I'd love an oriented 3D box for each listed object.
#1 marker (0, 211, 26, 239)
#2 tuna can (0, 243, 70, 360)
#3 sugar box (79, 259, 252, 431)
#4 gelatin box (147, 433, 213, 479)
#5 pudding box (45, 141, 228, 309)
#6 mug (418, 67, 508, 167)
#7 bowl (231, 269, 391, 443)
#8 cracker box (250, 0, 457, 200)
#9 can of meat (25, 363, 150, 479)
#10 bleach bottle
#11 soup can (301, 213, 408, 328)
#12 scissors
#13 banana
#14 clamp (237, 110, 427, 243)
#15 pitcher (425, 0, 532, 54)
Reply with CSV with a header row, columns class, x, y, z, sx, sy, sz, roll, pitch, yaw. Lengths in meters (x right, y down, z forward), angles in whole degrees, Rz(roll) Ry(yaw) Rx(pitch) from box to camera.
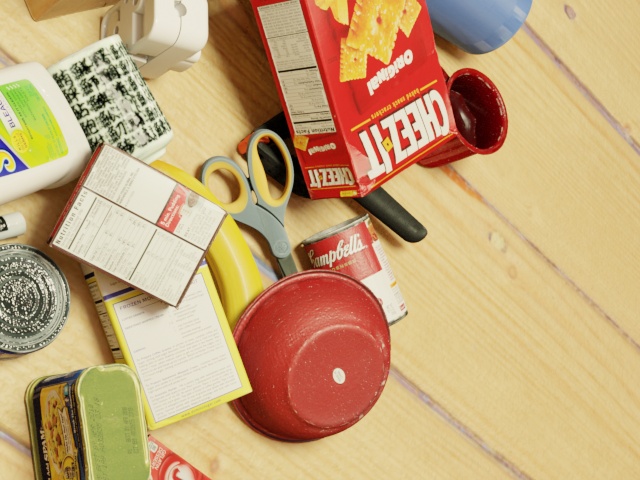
class,x,y,z,sx,sy,sz,roll,pitch,yaw
marker,-0.276,0.000,0.790,0.120,0.020,0.020,-17,89,-41
tuna can,-0.233,0.046,0.804,0.086,0.034,0.086,12,71,-37
sugar box,-0.130,0.057,0.867,0.093,0.048,0.176,-19,88,-25
gelatin box,-0.133,0.210,0.843,0.073,0.030,0.089,42,56,-23
pudding box,-0.140,-0.011,0.818,0.113,0.039,0.090,29,86,-14
mug,0.129,-0.134,1.118,0.117,0.082,0.093,54,51,-15
bowl,0.002,0.109,0.921,0.161,0.055,0.162,-7,106,-25
cracker box,0.035,-0.165,0.972,0.163,0.072,0.213,-34,114,-41
can of meat,-0.172,0.144,0.794,0.057,0.084,0.102,-3,80,-40
bleach bottle,-0.266,-0.050,0.730,0.102,0.068,0.250,64,30,-9
soup can,0.033,0.034,1.002,0.068,0.069,0.102,-27,96,-41
scissors,-0.056,0.001,0.968,0.096,0.016,0.202,-7,98,-17
banana,-0.092,0.015,0.926,0.069,0.037,0.198,-22,92,-41
clamp,0.018,-0.073,1.036,0.209,0.036,0.164,-3,72,-38
pitcher,0.109,-0.305,1.130,0.242,0.145,0.149,28,73,-35
